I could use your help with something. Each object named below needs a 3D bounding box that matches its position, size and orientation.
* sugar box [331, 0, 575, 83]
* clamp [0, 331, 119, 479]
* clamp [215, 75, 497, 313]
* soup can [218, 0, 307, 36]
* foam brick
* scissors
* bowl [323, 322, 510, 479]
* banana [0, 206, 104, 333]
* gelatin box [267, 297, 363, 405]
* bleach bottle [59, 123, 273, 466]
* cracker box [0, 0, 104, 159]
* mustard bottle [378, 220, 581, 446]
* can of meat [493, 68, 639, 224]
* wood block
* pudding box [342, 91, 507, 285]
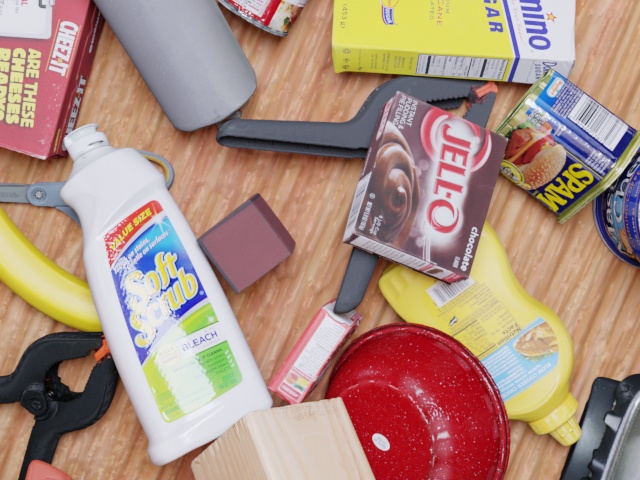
[{"bbox_3d":[0.098,-0.169,0.793,0.176,0.048,0.093,2,70,4],"label":"sugar box"},{"bbox_3d":[-0.215,0.135,0.841,0.172,0.039,0.120,-28,101,19],"label":"clamp"},{"bbox_3d":[0.050,-0.053,0.790,0.209,0.036,0.164,-25,81,-15],"label":"clamp"},{"bbox_3d":[-0.028,-0.212,0.786,0.068,0.068,0.102,33,110,0],"label":"soup can"},{"bbox_3d":[-0.055,0.001,0.812,0.053,0.078,0.051,-37,94,5],"label":"foam brick"},{"bbox_3d":[-0.210,-0.019,0.848,0.202,0.016,0.096,-13,94,4],"label":"scissors"},{"bbox_3d":[0.056,0.144,0.792,0.162,0.055,0.162,4,98,33],"label":"bowl"},{"bbox_3d":[-0.206,0.025,0.838,0.197,0.037,0.069,27,88,-6],"label":"banana"},{"bbox_3d":[-0.002,0.084,0.809,0.030,0.089,0.073,34,96,6],"label":"gelatin box"},{"bbox_3d":[-0.132,0.033,0.795,0.102,0.068,0.251,-26,85,-14],"label":"bleach bottle"},{"bbox_3d":[-0.280,-0.168,0.812,0.213,0.072,0.164,16,95,0],"label":"cracker box"},{"bbox_3d":[0.137,0.078,0.818,0.096,0.058,0.191,-37,92,12],"label":"mustard bottle"},{"bbox_3d":[0.174,-0.070,0.784,0.084,0.102,0.057,38,67,2],"label":"can of meat"},{"bbox_3d":[-0.003,0.224,0.736,0.091,0.090,0.206,-45,59,41],"label":"wood block"},{"bbox_3d":[0.073,-0.036,0.752,0.090,0.039,0.113,21,76,-11],"label":"pudding box"}]
